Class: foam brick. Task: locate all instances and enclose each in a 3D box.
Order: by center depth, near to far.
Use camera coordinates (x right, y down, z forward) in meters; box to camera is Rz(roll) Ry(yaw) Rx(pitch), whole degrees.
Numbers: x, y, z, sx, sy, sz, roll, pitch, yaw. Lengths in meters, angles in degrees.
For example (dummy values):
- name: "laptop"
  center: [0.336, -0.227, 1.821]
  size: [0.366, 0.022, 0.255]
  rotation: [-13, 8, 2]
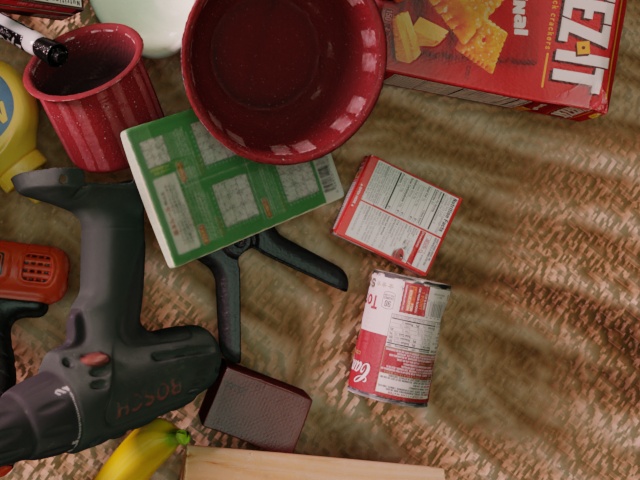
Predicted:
- name: "foam brick"
  center: [-0.053, 0.136, 0.870]
  size: [0.078, 0.051, 0.053]
  rotation: [24, 88, -9]

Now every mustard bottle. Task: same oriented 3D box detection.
- name: "mustard bottle"
  center: [-0.276, -0.106, 0.823]
  size: [0.096, 0.058, 0.191]
  rotation: [-39, 98, 4]

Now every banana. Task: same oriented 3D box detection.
- name: "banana"
  center: [-0.169, 0.207, 0.846]
  size: [0.037, 0.069, 0.198]
  rotation: [36, 100, -7]

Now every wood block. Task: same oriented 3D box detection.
- name: "wood block"
  center: [-0.011, 0.227, 0.846]
  size: [0.206, 0.091, 0.090]
  rotation: [7, 56, -8]

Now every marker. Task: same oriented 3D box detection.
- name: "marker"
  center: [-0.229, -0.156, 0.808]
  size: [0.020, 0.121, 0.020]
  rotation: [-27, 132, -35]

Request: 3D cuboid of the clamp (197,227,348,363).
- name: "clamp"
  center: [-0.056, 0.001, 0.872]
  size: [0.120, 0.039, 0.171]
  rotation: [-25, 95, -17]

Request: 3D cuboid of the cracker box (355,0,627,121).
- name: "cracker box"
  center: [0.140, -0.198, 0.876]
  size: [0.213, 0.072, 0.164]
  rotation: [9, 91, -9]

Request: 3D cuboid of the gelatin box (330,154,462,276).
- name: "gelatin box"
  center: [0.063, -0.020, 0.893]
  size: [0.089, 0.030, 0.073]
  rotation: [25, 87, -9]

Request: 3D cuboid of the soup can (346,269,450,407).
- name: "soup can"
  center: [0.065, 0.080, 0.877]
  size: [0.068, 0.068, 0.102]
  rotation: [12, 90, -9]

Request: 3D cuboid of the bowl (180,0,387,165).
- name: "bowl"
  center: [-0.033, -0.140, 0.809]
  size: [0.161, 0.055, 0.162]
  rotation: [-5, 105, -21]

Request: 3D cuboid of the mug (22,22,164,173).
- name: "mug"
  center: [-0.177, -0.109, 0.820]
  size: [0.093, 0.117, 0.081]
  rotation: [-52, 144, -31]

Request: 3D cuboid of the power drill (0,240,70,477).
- name: "power drill"
  center: [-0.292, 0.083, 0.808]
  size: [0.184, 0.057, 0.187]
  rotation: [6, 77, -10]
